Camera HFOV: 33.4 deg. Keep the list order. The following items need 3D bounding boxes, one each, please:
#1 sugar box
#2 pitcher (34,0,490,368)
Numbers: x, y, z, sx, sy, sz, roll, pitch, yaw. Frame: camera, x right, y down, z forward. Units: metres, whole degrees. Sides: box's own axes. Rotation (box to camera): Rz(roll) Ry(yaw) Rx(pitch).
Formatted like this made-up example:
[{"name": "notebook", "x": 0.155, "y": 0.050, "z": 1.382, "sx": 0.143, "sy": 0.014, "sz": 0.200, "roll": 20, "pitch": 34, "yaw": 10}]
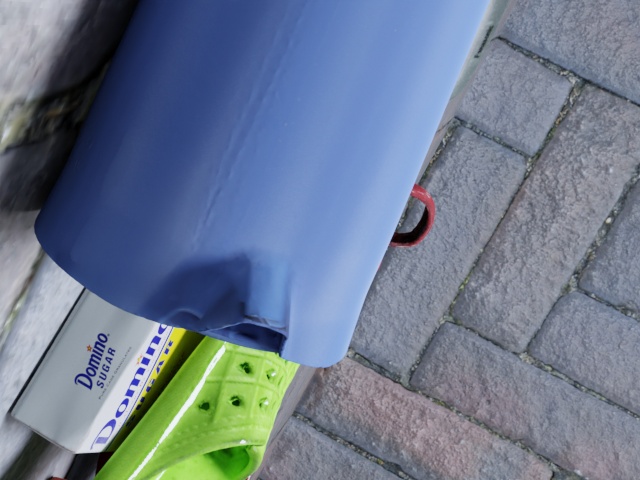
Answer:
[{"name": "sugar box", "x": -0.110, "y": 0.073, "z": 0.612, "sx": 0.093, "sy": 0.048, "sz": 0.176, "roll": -60, "pitch": 175, "yaw": -7}, {"name": "pitcher", "x": -0.007, "y": -0.088, "z": 0.411, "sx": 0.144, "sy": 0.149, "sz": 0.243, "roll": -2, "pitch": 119, "yaw": -65}]
